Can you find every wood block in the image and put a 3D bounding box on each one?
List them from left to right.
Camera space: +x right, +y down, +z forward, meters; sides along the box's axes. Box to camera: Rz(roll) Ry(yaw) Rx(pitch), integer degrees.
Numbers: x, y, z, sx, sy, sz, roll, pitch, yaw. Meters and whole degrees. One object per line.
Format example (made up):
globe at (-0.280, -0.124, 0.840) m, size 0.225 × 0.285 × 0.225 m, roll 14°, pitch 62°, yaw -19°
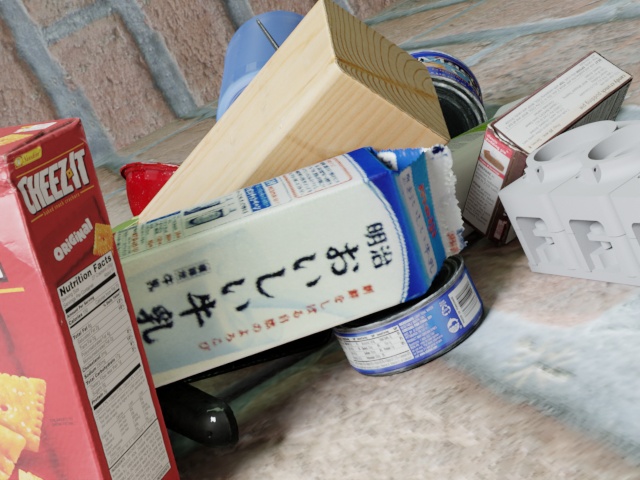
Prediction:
wood block at (-0.024, -0.038, 0.683) m, size 0.206 × 0.090 × 0.090 m, roll -45°, pitch 31°, yaw 27°

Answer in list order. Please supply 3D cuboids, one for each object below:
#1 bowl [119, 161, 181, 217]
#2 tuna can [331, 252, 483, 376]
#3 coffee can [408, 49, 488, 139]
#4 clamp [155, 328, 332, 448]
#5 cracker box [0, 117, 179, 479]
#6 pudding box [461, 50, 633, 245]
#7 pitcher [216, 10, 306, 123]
bowl at (-0.116, -0.022, 1.008) m, size 0.162 × 0.161 × 0.055 m, roll -5°, pitch 69°, yaw 57°
tuna can at (0.049, 0.042, 0.614) m, size 0.086 × 0.034 × 0.086 m, roll -26°, pitch 14°, yaw 7°
coffee can at (0.091, -0.103, 0.918) m, size 0.103 × 0.103 × 0.140 m, roll -24°, pitch 14°, yaw 13°
clamp at (-0.103, 0.080, 0.655) m, size 0.210 × 0.036 × 0.164 m, roll -3°, pitch 14°, yaw 28°
cracker box at (-0.173, 0.060, 0.519) m, size 0.164 × 0.214 × 0.072 m, roll -6°, pitch 18°, yaw 20°
pudding box at (0.146, -0.060, 0.693) m, size 0.113 × 0.039 × 0.090 m, roll -37°, pitch -28°, yaw -30°
pitcher at (-0.052, -0.148, 1.132) m, size 0.145 × 0.149 × 0.243 m, roll -3°, pitch 22°, yaw 2°
